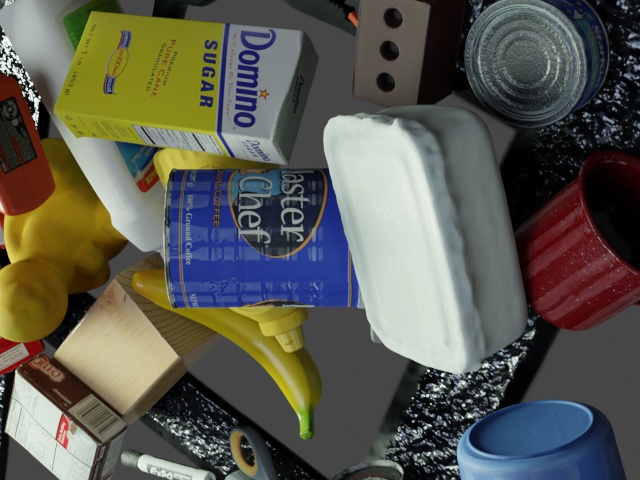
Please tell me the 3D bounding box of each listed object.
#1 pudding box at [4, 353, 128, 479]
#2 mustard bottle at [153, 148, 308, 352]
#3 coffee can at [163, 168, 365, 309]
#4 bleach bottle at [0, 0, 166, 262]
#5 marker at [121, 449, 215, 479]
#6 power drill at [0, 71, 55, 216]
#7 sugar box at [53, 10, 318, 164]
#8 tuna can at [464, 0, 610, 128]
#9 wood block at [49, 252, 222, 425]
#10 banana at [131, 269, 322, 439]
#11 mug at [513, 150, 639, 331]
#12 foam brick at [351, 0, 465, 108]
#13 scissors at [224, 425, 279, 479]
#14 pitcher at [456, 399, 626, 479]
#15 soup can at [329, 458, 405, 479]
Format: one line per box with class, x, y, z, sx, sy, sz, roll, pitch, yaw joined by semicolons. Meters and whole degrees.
pudding box;-0.235;0.171;0.978;0.114;0.039;0.090;37;130;19
mustard bottle;-0.056;0.001;0.857;0.096;0.058;0.191;-17;102;24
coffee can;-0.036;-0.002;0.770;0.140;0.103;0.103;0;117;0
bleach bottle;-0.163;-0.093;0.881;0.068;0.102;0.251;-15;108;38
marker;-0.157;0.231;1.082;0.121;0.020;0.020;6;116;36
power drill;-0.300;-0.058;0.851;0.188;0.057;0.184;0;118;35
sugar box;-0.098;-0.114;0.782;0.176;0.093;0.048;7;159;20
tuna can;0.134;-0.115;0.667;0.086;0.033;0.086;18;122;31
wood block;-0.173;0.101;0.981;0.091;0.090;0.206;50;132;6
banana;-0.066;0.079;0.891;0.198;0.069;0.037;40;119;0
mug;0.182;0.009;0.666;0.117;0.093;0.082;23;141;-19
foam brick;0.058;-0.131;0.706;0.053;0.051;0.078;22;124;28
scissors;-0.033;0.216;0.938;0.202;0.016;0.096;-7;91;56
pitcher;0.185;0.240;0.756;0.145;0.149;0.243;2;110;54
soup can;0.050;0.245;0.893;0.069;0.068;0.102;-4;110;39
